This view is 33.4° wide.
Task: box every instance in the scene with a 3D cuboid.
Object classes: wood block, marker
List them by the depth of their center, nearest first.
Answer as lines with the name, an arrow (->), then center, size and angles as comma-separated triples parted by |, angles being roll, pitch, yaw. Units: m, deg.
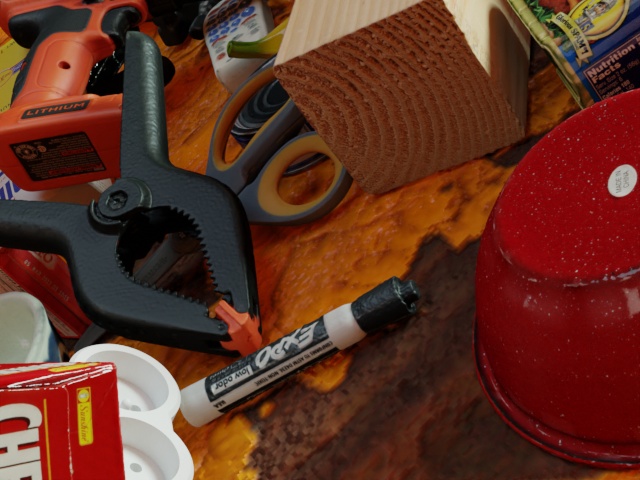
marker -> -0.010, 0.049, 0.470 | 0.121, 0.020, 0.020 | -30, 34, 17
wood block -> 0.053, -0.134, 0.561 | 0.091, 0.090, 0.206 | -20, 37, 29

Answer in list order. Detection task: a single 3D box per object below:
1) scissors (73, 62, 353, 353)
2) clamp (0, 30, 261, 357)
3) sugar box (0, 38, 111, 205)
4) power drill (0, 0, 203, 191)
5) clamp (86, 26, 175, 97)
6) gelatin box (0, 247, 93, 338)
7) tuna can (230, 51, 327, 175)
scissors -> -0.054, 0.001, 0.569 | 0.096, 0.016, 0.202 | 35, 98, 28
clamp -> -0.095, -0.020, 0.550 | 0.210, 0.036, 0.164 | 33, 73, 29
sugar box -> -0.206, -0.070, 0.753 | 0.093, 0.048, 0.176 | -34, 48, 11
power drill -> -0.136, -0.124, 0.699 | 0.184, 0.057, 0.187 | -11, 48, 12
clamp -> -0.188, -0.105, 0.825 | 0.171, 0.039, 0.120 | -36, 31, 8
gelatin box -> -0.177, 0.023, 0.625 | 0.089, 0.073, 0.030 | -1, 49, 45
tuna can -> -0.012, -0.079, 0.614 | 0.086, 0.033, 0.086 | -27, 34, 20
